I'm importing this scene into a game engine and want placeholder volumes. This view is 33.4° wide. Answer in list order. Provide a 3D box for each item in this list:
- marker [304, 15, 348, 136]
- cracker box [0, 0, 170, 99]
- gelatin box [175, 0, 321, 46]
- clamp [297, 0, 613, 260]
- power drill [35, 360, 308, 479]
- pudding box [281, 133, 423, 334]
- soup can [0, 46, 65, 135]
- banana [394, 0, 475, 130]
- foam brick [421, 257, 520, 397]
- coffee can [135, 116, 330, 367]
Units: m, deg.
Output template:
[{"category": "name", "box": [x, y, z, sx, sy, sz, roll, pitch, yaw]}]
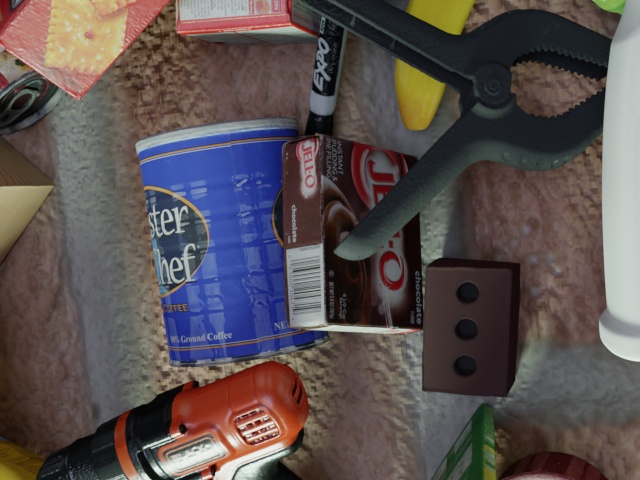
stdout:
[{"category": "marker", "box": [0.005, -0.110, 0.664, 0.020, 0.020, 0.121, 18, 122, 16]}, {"category": "cracker box", "box": [-0.109, -0.211, 0.649, 0.214, 0.072, 0.164, -43, 37, 14]}, {"category": "gelatin box", "box": [-0.040, -0.140, 0.663, 0.073, 0.089, 0.030, 0, 94, 17]}, {"category": "clamp", "box": [0.089, -0.072, 0.607, 0.210, 0.036, 0.164, -1, 82, -10]}, {"category": "power drill", "box": [-0.060, 0.173, 0.660, 0.185, 0.057, 0.187, -23, 116, 20]}, {"category": "pudding box", "box": [0.020, -0.001, 0.639, 0.039, 0.089, 0.113, -7, 80, 44]}, {"category": "soup can", "box": [-0.230, -0.132, 0.734, 0.068, 0.068, 0.102, -42, 80, 15]}, {"category": "banana", "box": [0.098, -0.160, 0.646, 0.070, 0.037, 0.198, 44, 104, 12]}, {"category": "foam brick", "box": [0.093, 0.051, 0.650, 0.053, 0.051, 0.078, 2, 93, 17]}, {"category": "coffee can", "box": [-0.054, 0.001, 0.667, 0.103, 0.102, 0.140, -8, 90, 17]}]
